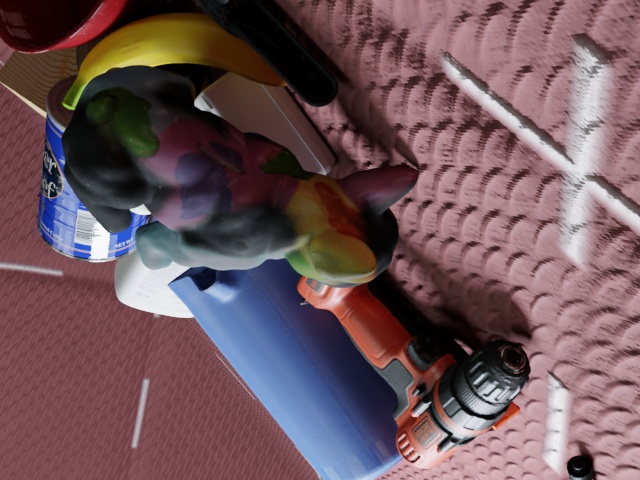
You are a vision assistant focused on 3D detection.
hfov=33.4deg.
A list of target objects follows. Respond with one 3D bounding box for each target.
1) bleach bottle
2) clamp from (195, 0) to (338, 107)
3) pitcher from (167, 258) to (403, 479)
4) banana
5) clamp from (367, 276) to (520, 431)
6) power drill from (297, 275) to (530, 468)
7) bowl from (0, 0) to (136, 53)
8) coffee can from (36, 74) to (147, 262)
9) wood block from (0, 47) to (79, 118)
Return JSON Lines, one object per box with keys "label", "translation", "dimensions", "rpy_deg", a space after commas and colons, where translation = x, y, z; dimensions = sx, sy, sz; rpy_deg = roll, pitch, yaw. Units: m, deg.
{"label": "bleach bottle", "translation": [-0.110, -0.013, 1.033], "dimensions": [0.251, 0.102, 0.068], "rpy_deg": [-45, 42, 45]}
{"label": "clamp", "translation": [-0.058, -0.165, 0.701], "dimensions": [0.172, 0.039, 0.120], "rpy_deg": [42, 164, 38]}
{"label": "pitcher", "translation": [-0.011, 0.090, 0.949], "dimensions": [0.243, 0.149, 0.145], "rpy_deg": [55, 155, -4]}
{"label": "banana", "translation": [-0.106, -0.138, 0.802], "dimensions": [0.198, 0.069, 0.037], "rpy_deg": [-3, 172, 27]}
{"label": "clamp", "translation": [0.100, 0.115, 0.917], "dimensions": [0.210, 0.036, 0.164], "rpy_deg": [37, 158, 53]}
{"label": "power drill", "translation": [0.066, 0.070, 0.809], "dimensions": [0.188, 0.057, 0.185], "rpy_deg": [56, 148, 17]}
{"label": "bowl", "translation": [-0.187, -0.213, 0.837], "dimensions": [0.162, 0.162, 0.055], "rpy_deg": [42, -168, 37]}
{"label": "coffee can", "translation": [-0.201, -0.066, 0.968], "dimensions": [0.103, 0.102, 0.140], "rpy_deg": [45, 137, 29]}
{"label": "wood block", "translation": [-0.253, -0.155, 1.172], "dimensions": [0.090, 0.091, 0.206], "rpy_deg": [33, 174, 16]}
